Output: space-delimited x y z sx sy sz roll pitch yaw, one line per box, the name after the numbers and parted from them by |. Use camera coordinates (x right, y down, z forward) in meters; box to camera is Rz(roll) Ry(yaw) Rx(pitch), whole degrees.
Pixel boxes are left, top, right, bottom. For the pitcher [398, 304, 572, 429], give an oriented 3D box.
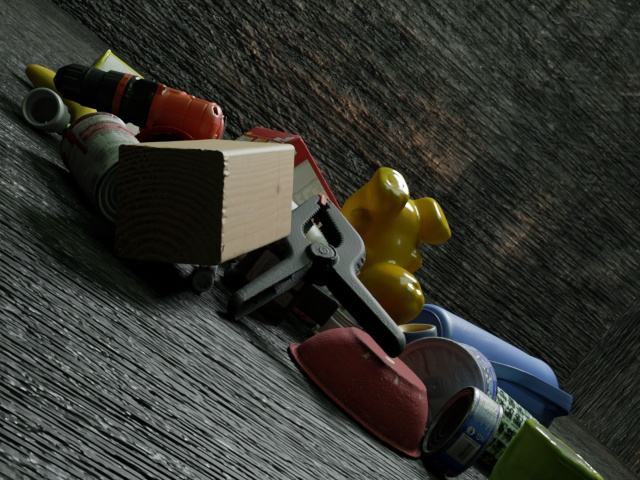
0.201 0.174 1.379 0.242 0.149 0.145 32 26 -39 | pitcher

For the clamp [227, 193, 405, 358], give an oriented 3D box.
0.007 0.029 1.022 0.164 0.036 0.210 19 35 -4 | clamp

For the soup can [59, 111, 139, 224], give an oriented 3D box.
-0.186 -0.065 0.959 0.068 0.068 0.102 36 6 -42 | soup can

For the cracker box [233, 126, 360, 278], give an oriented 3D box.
-0.030 -0.040 1.397 0.213 0.072 0.164 60 -15 -20 | cracker box

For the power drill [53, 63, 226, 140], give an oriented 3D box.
-0.188 -0.144 1.192 0.184 0.057 0.187 19 2 5 | power drill

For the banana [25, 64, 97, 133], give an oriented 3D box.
-0.289 -0.156 1.234 0.069 0.037 0.198 39 4 -38 | banana

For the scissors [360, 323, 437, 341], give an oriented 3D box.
0.070 0.104 1.231 0.096 0.016 0.202 -7 4 -9 | scissors

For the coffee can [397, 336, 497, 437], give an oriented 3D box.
0.132 0.158 1.147 0.103 0.103 0.140 41 4 16 | coffee can

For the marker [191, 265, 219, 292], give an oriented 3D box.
-0.106 0.029 0.997 0.020 0.020 0.121 39 4 -7 | marker

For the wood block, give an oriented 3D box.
-0.092 -0.038 0.915 0.090 0.091 0.206 5 7 13 | wood block

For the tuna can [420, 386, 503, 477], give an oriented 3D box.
0.134 0.182 1.021 0.033 0.086 0.086 38 4 -6 | tuna can

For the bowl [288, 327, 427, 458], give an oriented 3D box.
0.048 0.132 1.013 0.162 0.055 0.162 39 5 -4 | bowl
